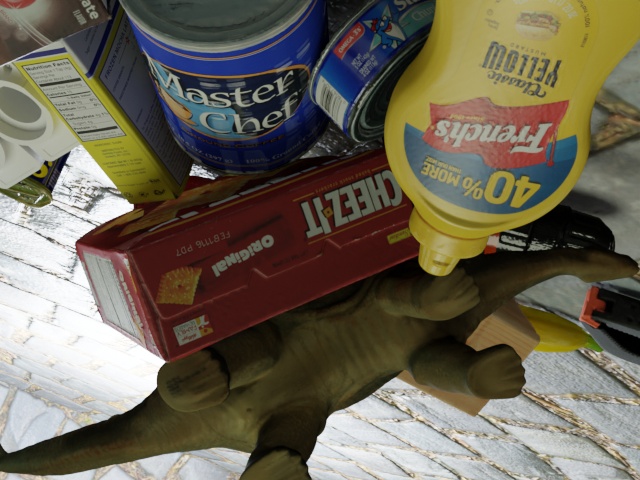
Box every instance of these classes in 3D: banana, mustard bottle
[{"bbox_3d":[0.153,0.078,0.969,0.198,0.037,0.069,9,156,29],"label":"banana"},{"bbox_3d":[0.082,-0.062,0.498,0.096,0.058,0.192,15,125,-2],"label":"mustard bottle"}]

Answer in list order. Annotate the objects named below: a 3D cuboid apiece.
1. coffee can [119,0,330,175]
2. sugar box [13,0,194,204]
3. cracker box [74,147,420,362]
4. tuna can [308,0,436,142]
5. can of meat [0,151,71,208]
[{"bbox_3d":[-0.046,-0.110,0.567,0.103,0.102,0.140,16,160,9],"label":"coffee can"},{"bbox_3d":[-0.127,-0.109,0.623,0.048,0.093,0.176,-7,142,24],"label":"sugar box"},{"bbox_3d":[-0.054,0.001,0.660,0.214,0.164,0.072,3,115,70],"label":"cracker box"},{"bbox_3d":[0.036,-0.092,0.555,0.034,0.086,0.086,48,167,16],"label":"tuna can"},{"bbox_3d":[-0.245,-0.086,0.846,0.102,0.084,0.058,30,158,-25],"label":"can of meat"}]
